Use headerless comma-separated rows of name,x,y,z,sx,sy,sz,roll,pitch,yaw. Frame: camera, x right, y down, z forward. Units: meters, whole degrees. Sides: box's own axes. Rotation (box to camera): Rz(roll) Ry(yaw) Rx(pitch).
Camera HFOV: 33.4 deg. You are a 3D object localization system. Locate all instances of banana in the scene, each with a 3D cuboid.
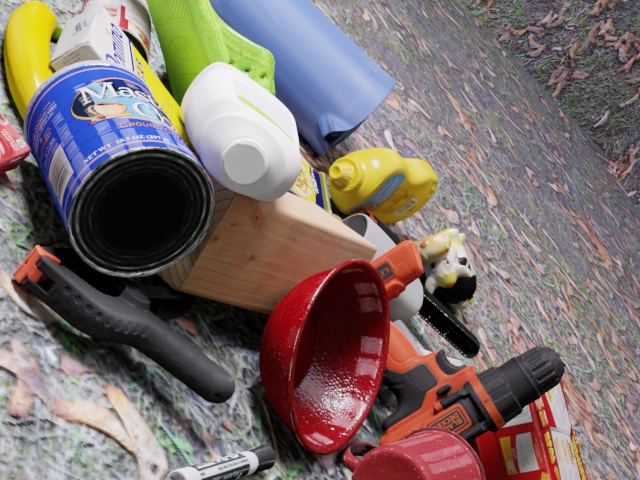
banana,-0.231,-0.147,0.880,0.069,0.037,0.198,36,26,-35

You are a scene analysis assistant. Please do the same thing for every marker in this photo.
marker,-0.066,0.161,0.749,0.020,0.020,0.121,58,22,16

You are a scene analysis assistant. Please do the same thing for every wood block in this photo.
wood block,-0.056,0.002,0.894,0.091,0.090,0.205,37,10,35

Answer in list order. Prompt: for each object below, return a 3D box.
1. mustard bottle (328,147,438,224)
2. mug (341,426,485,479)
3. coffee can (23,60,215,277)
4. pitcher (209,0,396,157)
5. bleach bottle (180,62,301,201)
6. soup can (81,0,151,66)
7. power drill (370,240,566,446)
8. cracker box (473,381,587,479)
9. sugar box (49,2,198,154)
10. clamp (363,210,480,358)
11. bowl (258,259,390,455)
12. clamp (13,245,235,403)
mustard bottle,0.064,-0.068,1.276,0.191,0.096,0.058,10,46,-60
mug,0.068,0.199,0.885,0.117,0.093,0.081,29,14,30
coffee can,-0.147,-0.054,0.764,0.102,0.103,0.140,33,13,-40
pitcher,-0.031,-0.234,1.311,0.243,0.145,0.149,45,-10,-9
bleach bottle,-0.064,-0.082,0.821,0.102,0.068,0.251,34,8,-10
soup can,-0.191,-0.189,0.987,0.068,0.069,0.102,39,24,-30
power drill,0.102,0.096,0.971,0.188,0.184,0.057,58,1,15
cracker box,0.215,0.210,1.095,0.213,0.072,0.164,11,65,-69
sugar box,-0.156,-0.111,0.918,0.176,0.048,0.093,56,14,-29
clamp,0.091,0.048,1.203,0.164,0.036,0.210,21,32,-29
bowl,-0.003,0.091,0.876,0.161,0.055,0.162,-26,121,-54
clamp,-0.131,0.056,0.746,0.171,0.039,0.120,24,15,-45
